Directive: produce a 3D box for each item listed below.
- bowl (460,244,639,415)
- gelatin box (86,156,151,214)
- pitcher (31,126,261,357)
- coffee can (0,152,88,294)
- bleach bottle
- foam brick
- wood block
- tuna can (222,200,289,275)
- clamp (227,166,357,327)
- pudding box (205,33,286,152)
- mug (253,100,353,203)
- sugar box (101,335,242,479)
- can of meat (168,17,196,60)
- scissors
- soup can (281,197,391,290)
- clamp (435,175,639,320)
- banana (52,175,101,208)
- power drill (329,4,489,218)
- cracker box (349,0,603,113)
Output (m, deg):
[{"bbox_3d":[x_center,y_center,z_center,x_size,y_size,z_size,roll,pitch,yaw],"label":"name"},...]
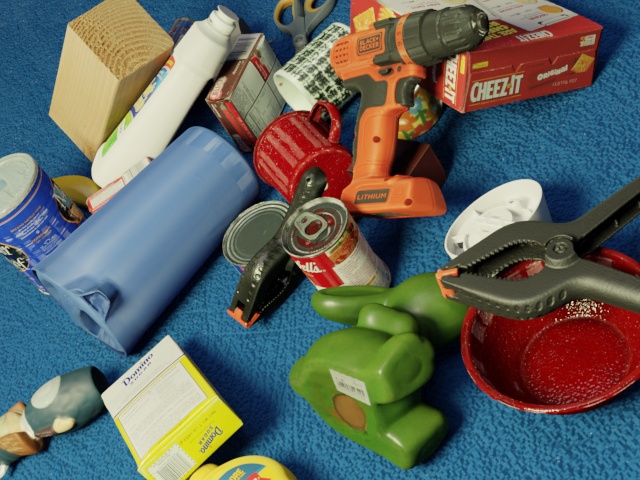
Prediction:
[{"bbox_3d":[0.196,0.081,0.849,0.162,0.055,0.162,-16,44,16],"label":"bowl"},{"bbox_3d":[-0.212,-0.043,1.231,0.089,0.073,0.030,-36,41,2],"label":"gelatin box"},{"bbox_3d":[-0.182,-0.004,1.147,0.149,0.145,0.242,29,68,33],"label":"pitcher"},{"bbox_3d":[-0.330,-0.018,1.237,0.103,0.140,0.103,-19,44,19],"label":"coffee can"},{"bbox_3d":[-0.174,-0.166,1.238,0.251,0.068,0.102,-51,18,23],"label":"bleach bottle"},{"bbox_3d":[0.077,-0.067,1.073,0.078,0.051,0.053,16,61,42],"label":"foam brick"},{"bbox_3d":[-0.256,-0.194,1.290,0.090,0.091,0.206,-41,-5,-30],"label":"wood block"},{"bbox_3d":[-0.057,0.001,1.115,0.086,0.033,0.086,-19,44,19],"label":"tuna can"},{"bbox_3d":[-0.025,0.011,1.055,0.039,0.120,0.171,40,99,32],"label":"clamp"},{"bbox_3d":[-0.081,-0.173,1.249,0.039,0.090,0.113,2,53,32],"label":"pudding box"},{"bbox_3d":[-0.007,-0.088,1.107,0.082,0.093,0.117,49,122,49],"label":"mug"},{"bbox_3d":[-0.141,0.156,0.988,0.093,0.048,0.176,-42,22,-7],"label":"sugar box"},{"bbox_3d":[-0.182,-0.221,1.358,0.057,0.102,0.084,25,56,-4],"label":"can of meat"},{"bbox_3d":[-0.009,-0.261,1.338,0.096,0.016,0.202,-30,42,8],"label":"scissors"},{"bbox_3d":[0.017,0.017,0.998,0.069,0.102,0.068,-19,45,20],"label":"soup can"},{"bbox_3d":[0.197,0.023,0.834,0.210,0.036,0.164,-16,42,11],"label":"clamp"},{"bbox_3d":[-0.344,-0.047,1.352,0.198,0.037,0.069,-8,48,29],"label":"banana"},{"bbox_3d":[0.079,-0.116,0.983,0.185,0.057,0.187,-5,80,51],"label":"power drill"},{"bbox_3d":[0.152,-0.209,1.092,0.164,0.072,0.214,-15,35,-24],"label":"cracker box"}]
